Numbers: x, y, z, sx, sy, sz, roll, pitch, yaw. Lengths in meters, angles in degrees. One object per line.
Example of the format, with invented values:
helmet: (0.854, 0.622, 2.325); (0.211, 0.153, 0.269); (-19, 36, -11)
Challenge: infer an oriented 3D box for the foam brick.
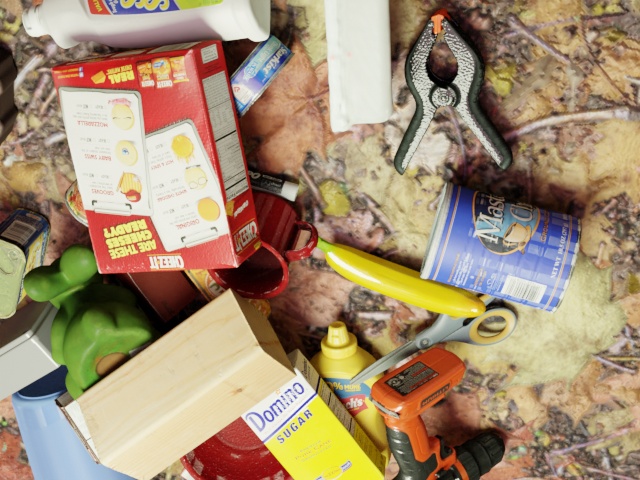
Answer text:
foam brick: (-0.187, 0.047, 1.207); (0.078, 0.053, 0.051); (57, 156, -18)

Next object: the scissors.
scissors: (0.134, 0.116, 1.183); (0.096, 0.016, 0.202); (39, 104, -19)

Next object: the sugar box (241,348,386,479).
sugar box: (-0.012, 0.216, 1.203); (0.093, 0.048, 0.176); (-32, 110, 19)

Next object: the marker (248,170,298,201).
marker: (-0.083, -0.068, 1.154); (0.121, 0.020, 0.020); (17, 119, 3)

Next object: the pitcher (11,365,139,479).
pitcher: (-0.303, 0.273, 1.328); (0.149, 0.145, 0.243); (-12, 111, 4)

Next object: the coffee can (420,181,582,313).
coffee can: (0.183, 0.007, 1.091); (0.140, 0.102, 0.103); (15, 119, 3)

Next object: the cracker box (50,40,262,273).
cracker box: (-0.158, -0.081, 1.049); (0.164, 0.072, 0.214); (-3, 108, 25)

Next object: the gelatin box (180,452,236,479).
gelatin box: (-0.121, 0.282, 1.315); (0.089, 0.073, 0.030); (35, 121, -9)

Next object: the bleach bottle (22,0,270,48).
bleach bottle: (-0.177, -0.229, 1.049); (0.251, 0.102, 0.068); (-7, 161, 16)

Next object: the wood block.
wood block: (-0.142, 0.156, 1.138); (0.206, 0.090, 0.090); (-35, 146, 6)

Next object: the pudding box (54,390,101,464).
pudding box: (-0.237, 0.192, 1.241); (0.113, 0.039, 0.090); (-35, 110, -20)

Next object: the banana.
banana: (0.084, 0.045, 1.147); (0.198, 0.069, 0.037); (20, 92, 15)

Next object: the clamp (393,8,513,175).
clamp: (0.117, -0.140, 1.065); (0.120, 0.039, 0.171); (-12, 108, 13)

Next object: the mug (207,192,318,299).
mug: (-0.057, 0.001, 1.139); (0.117, 0.081, 0.093); (-6, 129, 24)

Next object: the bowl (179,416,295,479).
bowl: (-0.089, 0.222, 1.263); (0.162, 0.055, 0.162); (-1, 111, -2)

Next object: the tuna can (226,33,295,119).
tuna can: (-0.065, -0.164, 1.063); (0.033, 0.086, 0.086); (40, 118, -8)

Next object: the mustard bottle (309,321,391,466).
mustard bottle: (0.029, 0.179, 1.239); (0.096, 0.058, 0.191); (1, 117, 16)

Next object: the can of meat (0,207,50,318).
can of meat: (-0.354, 0.023, 1.223); (0.057, 0.084, 0.102); (20, 120, 1)

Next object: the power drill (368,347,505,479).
power drill: (0.129, 0.215, 1.182); (0.057, 0.184, 0.187); (26, 135, 48)
